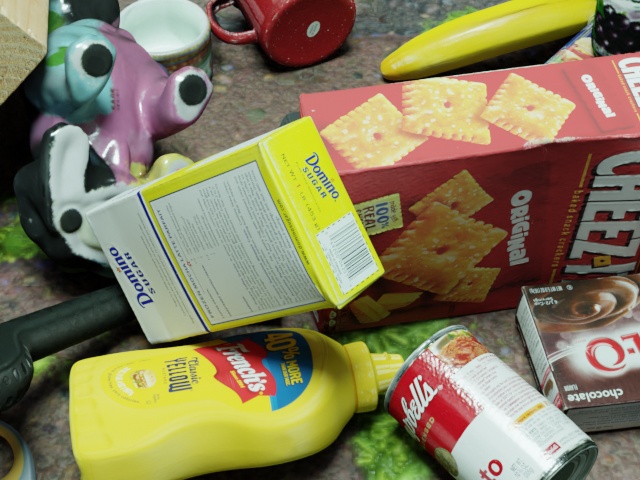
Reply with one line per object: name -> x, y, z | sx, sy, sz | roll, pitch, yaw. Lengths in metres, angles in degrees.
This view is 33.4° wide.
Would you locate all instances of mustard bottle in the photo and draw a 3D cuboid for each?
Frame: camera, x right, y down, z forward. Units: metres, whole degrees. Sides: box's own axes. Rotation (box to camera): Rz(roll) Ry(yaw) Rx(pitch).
mustard bottle -> -0.045, 0.091, 0.614 | 0.191, 0.058, 0.096 | -9, 27, -8

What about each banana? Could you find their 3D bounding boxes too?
banana -> 0.145, -0.162, 0.840 | 0.197, 0.070, 0.037 | -17, 79, -15

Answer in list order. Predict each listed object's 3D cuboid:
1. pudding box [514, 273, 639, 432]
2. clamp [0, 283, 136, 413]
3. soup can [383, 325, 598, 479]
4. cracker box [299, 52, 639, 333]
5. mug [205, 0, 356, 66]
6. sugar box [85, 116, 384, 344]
pudding box -> 0.184, 0.067, 0.647 | 0.113, 0.039, 0.090 | -7, 49, -5
clamp -> -0.209, 0.064, 0.602 | 0.165, 0.036, 0.210 | 0, 17, 10
soup can -> 0.094, 0.105, 0.596 | 0.068, 0.068, 0.102 | -32, 56, -25
cracker box -> 0.096, -0.022, 0.644 | 0.213, 0.164, 0.072 | -7, 54, -5
mug -> -0.034, -0.189, 0.848 | 0.117, 0.093, 0.081 | -21, 56, -10
sugar box -> -0.054, 0.000, 0.591 | 0.048, 0.093, 0.177 | -33, 12, -38
